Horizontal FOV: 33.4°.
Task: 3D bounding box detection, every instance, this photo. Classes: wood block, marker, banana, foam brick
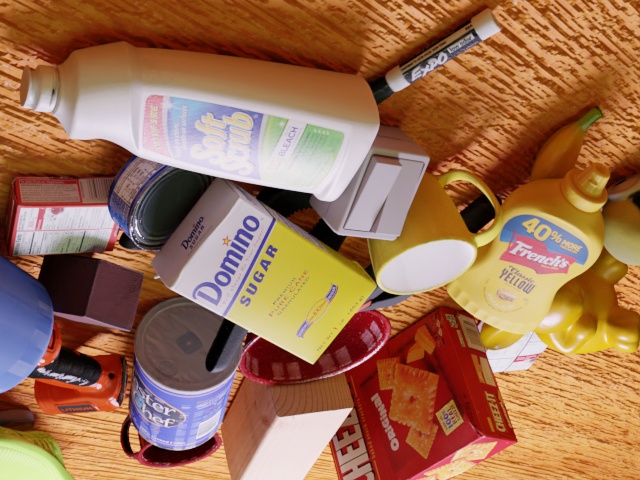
[{"bbox_3d":[-0.045,0.205,1.235,0.090,0.090,0.206,-3,147,-22],"label":"wood block"},{"bbox_3d":[0.080,-0.135,0.806,0.121,0.020,0.020,-30,147,22],"label":"marker"},{"bbox_3d":[0.230,-0.049,1.000,0.069,0.037,0.198,-15,150,3],"label":"banana"},{"bbox_3d":[-0.197,0.042,0.901,0.078,0.051,0.052,6,167,39],"label":"foam brick"}]

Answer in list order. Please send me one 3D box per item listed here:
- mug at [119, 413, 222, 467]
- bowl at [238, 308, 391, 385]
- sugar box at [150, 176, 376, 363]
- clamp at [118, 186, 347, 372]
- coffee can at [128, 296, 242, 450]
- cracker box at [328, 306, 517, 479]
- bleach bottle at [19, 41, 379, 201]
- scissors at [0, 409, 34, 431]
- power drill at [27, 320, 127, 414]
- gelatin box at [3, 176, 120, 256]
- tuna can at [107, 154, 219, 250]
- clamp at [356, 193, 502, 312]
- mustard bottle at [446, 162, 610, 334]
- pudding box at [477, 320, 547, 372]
[{"bbox_3d":[-0.171,0.198,1.172,0.117,0.081,0.093,-28,147,19],"label":"mug"},{"bbox_3d":[-0.011,0.088,1.093,0.162,0.055,0.162,-12,149,-7],"label":"bowl"},{"bbox_3d":[-0.042,0.028,0.873,0.176,0.048,0.093,32,99,-43],"label":"sugar box"},{"bbox_3d":[-0.056,0.001,0.909,0.210,0.036,0.164,-38,124,-1],"label":"clamp"},{"bbox_3d":[-0.137,0.134,1.063,0.102,0.103,0.140,-6,148,-17],"label":"coffee can"},{"bbox_3d":[0.102,0.198,1.220,0.072,0.164,0.214,19,135,-42],"label":"cracker box"},{"bbox_3d":[-0.088,-0.088,0.765,0.250,0.068,0.103,4,139,-27],"label":"bleach bottle"},{"bbox_3d":[-0.339,0.178,1.097,0.096,0.016,0.202,-10,159,-23],"label":"scissors"},{"bbox_3d":[-0.284,0.118,0.994,0.185,0.057,0.187,-7,159,23],"label":"power drill"},{"bbox_3d":[-0.204,-0.020,0.852,0.089,0.030,0.073,-2,148,-23],"label":"gelatin box"},{"bbox_3d":[-0.122,-0.036,0.827,0.086,0.034,0.086,-35,149,-25],"label":"tuna can"},{"bbox_3d":[0.103,0.015,1.025,0.171,0.039,0.120,-23,145,-21],"label":"clamp"},{"bbox_3d":[0.199,0.001,0.961,0.096,0.058,0.192,30,131,-2],"label":"mustard bottle"},{"bbox_3d":[0.225,0.118,1.270,0.090,0.039,0.114,-3,145,-20],"label":"pudding box"}]
